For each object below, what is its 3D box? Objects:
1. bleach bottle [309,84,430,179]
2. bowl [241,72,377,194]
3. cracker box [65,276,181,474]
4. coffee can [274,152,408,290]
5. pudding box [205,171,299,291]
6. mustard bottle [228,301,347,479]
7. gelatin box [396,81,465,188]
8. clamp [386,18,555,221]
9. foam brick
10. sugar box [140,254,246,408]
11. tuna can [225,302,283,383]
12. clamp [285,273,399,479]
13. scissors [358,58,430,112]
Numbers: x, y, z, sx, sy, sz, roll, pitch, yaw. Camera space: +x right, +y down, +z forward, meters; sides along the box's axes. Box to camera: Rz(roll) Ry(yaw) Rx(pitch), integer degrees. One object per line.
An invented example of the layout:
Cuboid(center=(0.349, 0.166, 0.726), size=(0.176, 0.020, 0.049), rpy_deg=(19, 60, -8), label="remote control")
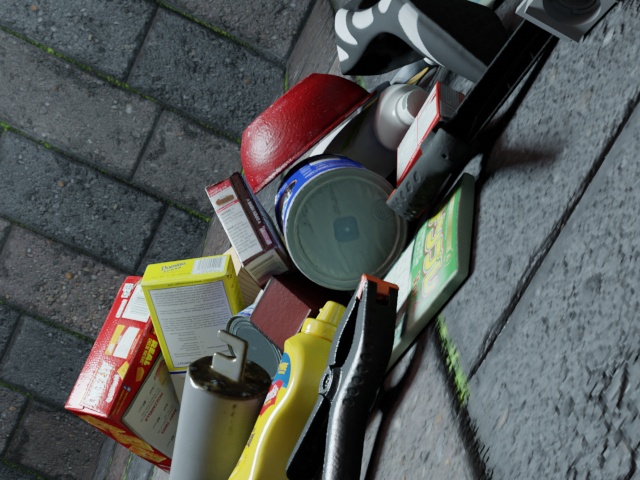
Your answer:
Cuboid(center=(0.046, -0.087, 1.058), size=(0.102, 0.068, 0.251), rpy_deg=(-65, 11, -19), label="bleach bottle")
Cuboid(center=(-0.023, -0.112, 1.030), size=(0.162, 0.055, 0.162), rpy_deg=(-40, 4, 3), label="bowl")
Cuboid(center=(-0.173, 0.161, 1.210), size=(0.213, 0.072, 0.164), rpy_deg=(51, -127, -50), label="cracker box")
Cuboid(center=(0.014, -0.020, 0.941), size=(0.103, 0.102, 0.140), rpy_deg=(-64, 10, 6), label="coffee can")
Cuboid(center=(-0.056, 0.001, 0.969), size=(0.039, 0.090, 0.113), rpy_deg=(-29, -27, 0), label="pudding box")
Cuboid(center=(-0.021, 0.140, 0.870), size=(0.096, 0.058, 0.191), rpy_deg=(125, 168, -78), label="mustard bottle")
Cuboid(center=(0.093, -0.084, 0.895), size=(0.073, 0.030, 0.089), rpy_deg=(-61, 8, 26), label="gelatin box")
Cuboid(center=(0.092, -0.066, 0.771), size=(0.164, 0.036, 0.210), rpy_deg=(-50, -4, -38), label="clamp")
Cuboid(center=(-0.015, 0.063, 0.945), size=(0.078, 0.051, 0.053), rpy_deg=(-5, -52, -57), label="foam brick")
Cuboid(center=(-0.119, 0.103, 1.123), size=(0.048, 0.093, 0.176), rpy_deg=(-82, -17, -57), label="sugar box")
Cuboid(center=(-0.052, 0.103, 1.036), size=(0.033, 0.086, 0.086), rpy_deg=(-31, -13, -36), label="tuna can")
Cuboid(center=(0.020, 0.112, 0.749), size=(0.120, 0.039, 0.171), rpy_deg=(-147, 73, -69), label="clamp")
Cuboid(center=(0.058, -0.146, 1.156), size=(0.096, 0.016, 0.202), rpy_deg=(-30, -4, -24), label="scissors")
